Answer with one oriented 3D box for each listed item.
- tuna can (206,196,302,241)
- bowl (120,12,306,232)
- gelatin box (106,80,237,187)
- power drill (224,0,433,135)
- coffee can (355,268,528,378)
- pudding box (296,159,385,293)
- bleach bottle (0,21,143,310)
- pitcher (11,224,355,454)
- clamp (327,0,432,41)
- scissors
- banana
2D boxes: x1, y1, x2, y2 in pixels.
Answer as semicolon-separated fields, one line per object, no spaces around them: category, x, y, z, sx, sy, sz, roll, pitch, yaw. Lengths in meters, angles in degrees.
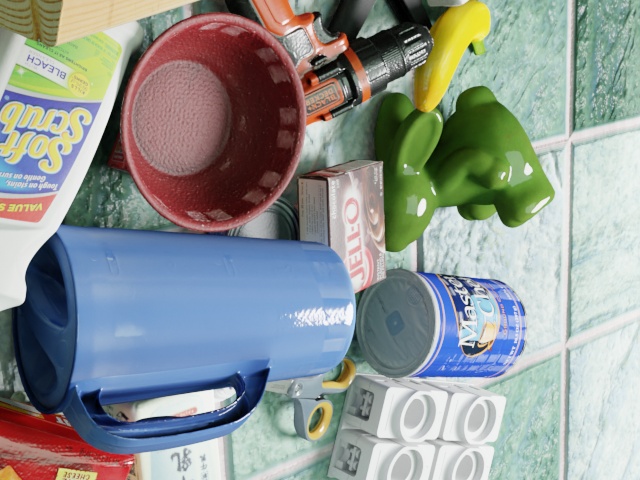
tuna can;-0.056;0.001;0.912;0.085;0.034;0.086;-11;107;-39
bowl;-0.090;-0.090;0.803;0.161;0.055;0.162;-9;105;-37
gelatin box;-0.115;-0.077;0.843;0.089;0.030;0.073;22;85;-42
power drill;-0.009;-0.189;0.865;0.184;0.057;0.187;-29;116;-13
coffee can;0.119;0.083;1.040;0.140;0.103;0.103;7;95;-42
pudding box;0.020;-0.010;0.938;0.089;0.039;0.113;-22;111;-54
bleach bottle;-0.196;-0.049;0.703;0.102;0.068;0.250;27;63;-35
pitcher;-0.095;0.063;0.794;0.242;0.145;0.149;0;96;-33
clamp;0.061;-0.237;0.956;0.164;0.036;0.210;-8;110;-42
scissors;-0.026;0.146;0.948;0.201;0.016;0.096;-6;115;-59
banana;0.125;-0.180;0.980;0.197;0.037;0.069;-45;126;-54
